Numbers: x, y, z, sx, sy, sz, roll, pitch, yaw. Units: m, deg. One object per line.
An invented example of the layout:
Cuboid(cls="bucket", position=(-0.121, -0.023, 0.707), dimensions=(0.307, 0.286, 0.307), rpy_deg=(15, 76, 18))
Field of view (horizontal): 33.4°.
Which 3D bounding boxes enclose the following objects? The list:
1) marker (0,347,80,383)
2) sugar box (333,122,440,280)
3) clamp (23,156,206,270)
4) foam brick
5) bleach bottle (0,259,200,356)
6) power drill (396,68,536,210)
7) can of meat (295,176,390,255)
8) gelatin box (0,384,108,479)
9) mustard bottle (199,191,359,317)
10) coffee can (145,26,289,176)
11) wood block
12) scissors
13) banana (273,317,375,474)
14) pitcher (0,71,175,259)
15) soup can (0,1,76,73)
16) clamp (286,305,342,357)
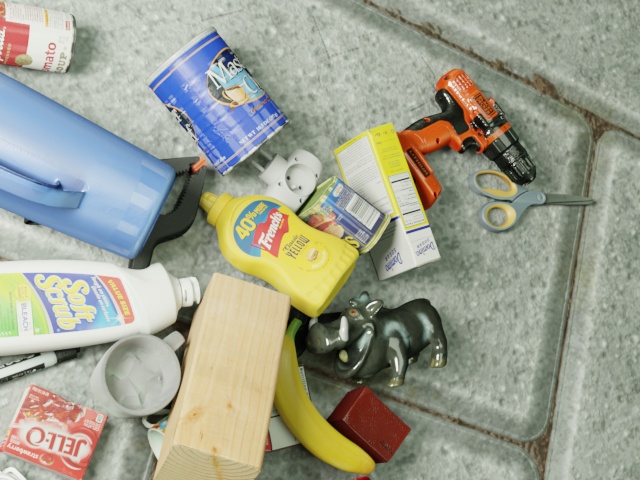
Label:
Cuboid(cls="marker", position=(-0.307, 0.131, 1.109), dimensions=(0.120, 0.020, 0.020), rpy_deg=(-18, 85, -29))
Cuboid(cls="sugar box", position=(0.081, -0.046, 1.306), dimensions=(0.048, 0.093, 0.176), rpy_deg=(-19, 87, -29))
Cuboid(cls="clamp", position=(-0.212, -0.030, 1.189), dimensions=(0.164, 0.036, 0.209), rpy_deg=(43, 66, -11))
Cuboid(cls="foam brick", position=(0.055, 0.217, 1.248), dimensions=(0.078, 0.051, 0.053), rpy_deg=(45, 63, -9))
Cuboid(cls="bleach bottle", position=(-0.251, 0.059, 1.109), dimensions=(0.250, 0.068, 0.102), rpy_deg=(-7, 83, -20))
Cuboid(cls="power drill", position=(0.175, -0.115, 1.386), dimensions=(0.187, 0.057, 0.184), rpy_deg=(-36, 85, -32))
Cuboid(cls="can of meat", position=(0.021, -0.024, 1.266), dimensions=(0.084, 0.102, 0.057), rpy_deg=(38, 63, -11))
Cuboid(cls="gelatin box", position=(-0.274, 0.199, 1.101), dimensions=(0.089, 0.030, 0.073), rpy_deg=(27, 67, -18))
Cuboid(cls="mustard bottle", position=(-0.058, 0.001, 1.224), dimensions=(0.192, 0.058, 0.096), rpy_deg=(32, 59, 9))
Cuboid(cls="coffee can", position=(-0.118, -0.160, 1.231), dimensions=(0.102, 0.103, 0.140), rpy_deg=(-43, 98, -29))
Cuboid(cls="wood block", position=(-0.098, 0.149, 1.096), dimensions=(0.090, 0.091, 0.206), rpy_deg=(19, 50, -12))
Cuboid(cls="scissors", position=(0.287, -0.041, 1.450), dimensions=(0.201, 0.016, 0.096), rpy_deg=(17, 68, -20))
Cuboid(cls="banana", position=(-0.009, 0.187, 1.179), dimensions=(0.069, 0.037, 0.198), rpy_deg=(-27, 100, -4))
Cuboid(cls="pitcher", position=(-0.277, -0.074, 1.085), dimensions=(0.242, 0.145, 0.149), rpy_deg=(26, 59, -9))
Cuboid(cls="soup can", position=(-0.325, -0.223, 1.165), dimensions=(0.102, 0.069, 0.068), rpy_deg=(5, 74, -26))
Cuboid(cls="clamp", position=(-0.024, 0.094, 1.250), dimensions=(0.120, 0.039, 0.171), rpy_deg=(43, 62, -7))
